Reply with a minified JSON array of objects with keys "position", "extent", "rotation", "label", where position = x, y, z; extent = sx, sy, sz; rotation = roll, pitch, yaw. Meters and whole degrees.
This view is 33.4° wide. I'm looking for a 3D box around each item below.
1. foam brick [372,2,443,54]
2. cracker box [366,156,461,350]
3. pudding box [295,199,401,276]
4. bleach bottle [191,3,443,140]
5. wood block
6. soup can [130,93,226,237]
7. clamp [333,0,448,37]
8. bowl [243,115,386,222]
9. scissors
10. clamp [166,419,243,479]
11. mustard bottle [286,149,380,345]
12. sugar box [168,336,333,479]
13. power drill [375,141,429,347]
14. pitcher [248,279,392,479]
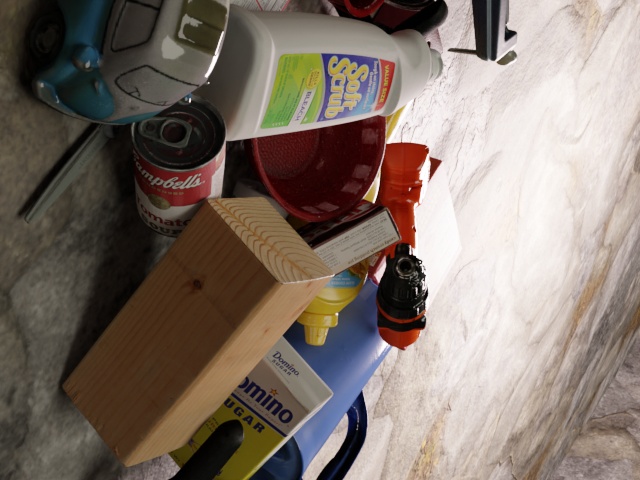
[{"position":[0.088,-0.206,1.099],"extent":[0.053,0.051,0.078],"rotation":[-59,154,-15],"label":"foam brick"},{"position":[0.095,0.013,1.285],"extent":[0.164,0.072,0.213],"rotation":[-58,153,-19],"label":"cracker box"},{"position":[0.007,0.004,0.967],"extent":[0.113,0.090,0.039],"rotation":[-31,103,-8],"label":"pudding box"},{"position":[0.014,-0.143,0.872],"extent":[0.250,0.068,0.103],"rotation":[-14,135,-43],"label":"bleach bottle"},{"position":[-0.099,0.072,0.844],"extent":[0.206,0.091,0.090],"rotation":[-49,161,21],"label":"wood block"},{"position":[-0.107,-0.054,0.800],"extent":[0.068,0.068,0.102],"rotation":[-52,169,-27],"label":"soup can"},{"position":[0.045,-0.192,1.000],"extent":[0.039,0.120,0.172],"rotation":[-56,174,-27],"label":"clamp"},{"position":[-0.015,-0.098,0.946],"extent":[0.161,0.055,0.162],"rotation":[-6,99,-43],"label":"bowl"},{"position":[-0.142,-0.085,0.793],"extent":[0.201,0.016,0.096],"rotation":[-61,155,-9],"label":"scissors"},{"position":[-0.126,0.230,0.940],"extent":[0.210,0.036,0.164],"rotation":[-20,138,2],"label":"clamp"},{"position":[0.004,0.007,1.047],"extent":[0.096,0.058,0.191],"rotation":[3,96,-34],"label":"mustard bottle"},{"position":[-0.074,0.161,0.977],"extent":[0.048,0.093,0.176],"rotation":[-30,163,-50],"label":"sugar box"},{"position":[0.082,-0.001,1.077],"extent":[0.184,0.057,0.187],"rotation":[90,4,-66],"label":"power drill"},{"position":[-0.010,0.147,1.119],"extent":[0.242,0.145,0.149],"rotation":[-44,147,-44],"label":"pitcher"}]
